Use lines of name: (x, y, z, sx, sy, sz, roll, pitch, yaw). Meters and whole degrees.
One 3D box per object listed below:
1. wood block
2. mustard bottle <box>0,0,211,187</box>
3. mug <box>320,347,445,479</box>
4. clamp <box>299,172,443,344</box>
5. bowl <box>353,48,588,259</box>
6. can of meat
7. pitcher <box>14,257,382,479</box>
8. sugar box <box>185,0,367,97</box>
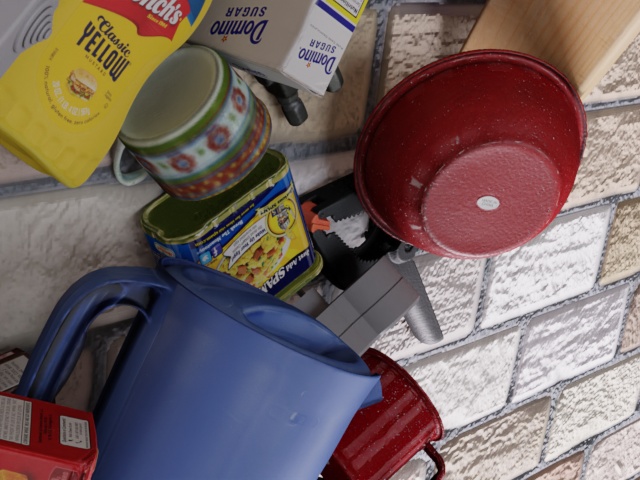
wood block: (0.168, -0.157, 0.713, 0.090, 0.091, 0.206, -46, 173, -23)
mustard bottle: (-0.104, -0.127, 0.541, 0.191, 0.058, 0.096, -56, 139, -11)
mug: (0.040, 0.149, 0.798, 0.081, 0.117, 0.093, -39, 163, -20)
clamp: (0.054, 0.006, 0.795, 0.209, 0.036, 0.165, 1, 110, -45)
bowl: (0.105, -0.041, 0.698, 0.162, 0.055, 0.162, -5, 129, -6)
can of meat: (-0.054, 0.001, 0.661, 0.102, 0.058, 0.084, -38, 132, -27)
pitcher: (-0.087, 0.136, 0.572, 0.243, 0.149, 0.145, -62, 163, 4)
sugar box: (-0.003, -0.176, 0.598, 0.048, 0.093, 0.176, 21, 94, -50)
